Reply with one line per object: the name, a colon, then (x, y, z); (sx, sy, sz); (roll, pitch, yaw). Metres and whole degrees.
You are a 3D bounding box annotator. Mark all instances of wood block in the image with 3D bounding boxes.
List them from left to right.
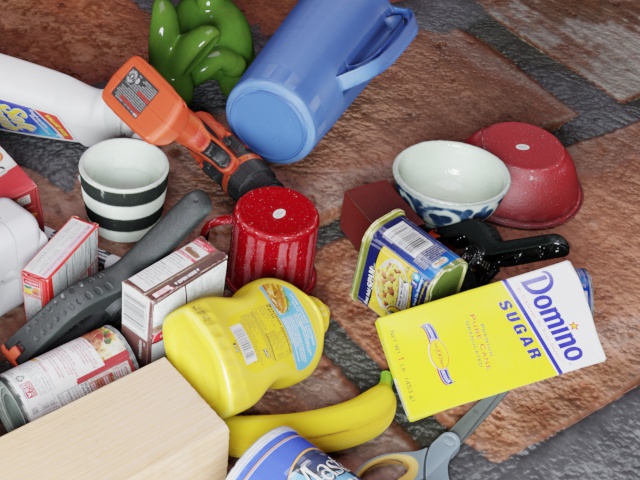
wood block: (-0.177, 0.182, 0.780); (0.205, 0.090, 0.091); (-25, 50, -32)

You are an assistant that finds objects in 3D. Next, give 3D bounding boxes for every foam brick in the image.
foam brick: (0.061, -0.015, 1.079); (0.052, 0.051, 0.078); (-15, 45, -23)

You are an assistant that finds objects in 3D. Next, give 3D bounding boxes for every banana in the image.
banana: (-0.013, 0.153, 0.886); (0.197, 0.037, 0.070); (-9, 17, -23)

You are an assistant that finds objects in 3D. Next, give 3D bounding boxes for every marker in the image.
marker: (-0.218, 0.015, 1.022); (0.121, 0.020, 0.020); (21, 42, 14)

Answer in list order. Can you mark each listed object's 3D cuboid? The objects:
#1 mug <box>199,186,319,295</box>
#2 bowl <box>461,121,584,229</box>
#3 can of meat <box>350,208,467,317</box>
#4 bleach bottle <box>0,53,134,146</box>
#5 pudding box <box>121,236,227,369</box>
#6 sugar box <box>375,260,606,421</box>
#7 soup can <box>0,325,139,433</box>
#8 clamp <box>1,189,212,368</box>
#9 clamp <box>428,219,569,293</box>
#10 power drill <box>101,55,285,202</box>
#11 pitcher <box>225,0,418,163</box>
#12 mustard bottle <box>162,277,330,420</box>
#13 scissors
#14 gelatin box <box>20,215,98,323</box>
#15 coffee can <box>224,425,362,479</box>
mug: (-0.057, 0.001, 1.016); (0.117, 0.081, 0.093); (7, 40, -2)
bowl: (0.219, -0.084, 1.184); (0.162, 0.055, 0.162); (4, 41, -4)
can of meat: (0.081, 0.036, 0.986); (0.057, 0.102, 0.084); (-29, 55, -36)
bleach bottle: (-0.311, -0.153, 1.138); (0.251, 0.102, 0.068); (12, 62, 5)
pudding box: (-0.124, 0.064, 0.908); (0.039, 0.114, 0.089); (34, 45, 24)
sugar box: (0.145, 0.086, 0.916); (0.176, 0.048, 0.093); (-18, 81, -1)
soup can: (-0.205, 0.120, 0.864); (0.102, 0.068, 0.069); (-25, 51, -32)
clamp: (-0.178, 0.048, 0.933); (0.209, 0.164, 0.036); (-37, 75, -14)
clamp: (0.160, 0.018, 1.016); (0.120, 0.039, 0.172); (-43, 34, 3)
power drill: (-0.118, -0.095, 1.060); (0.057, 0.187, 0.185); (-50, 56, 2)
pitcher: (-0.001, -0.196, 1.218); (0.145, 0.149, 0.242); (33, 46, 0)
mustard bottle: (-0.048, 0.082, 0.912); (0.191, 0.058, 0.096); (-18, 80, -56)
scissors: (0.112, 0.186, 0.881); (0.201, 0.016, 0.096); (-20, 50, -29)
gelatin box: (-0.232, 0.032, 0.957); (0.030, 0.073, 0.089); (18, 41, 11)
coffee can: (0.003, 0.213, 0.763); (0.140, 0.103, 0.102); (31, 45, 24)
